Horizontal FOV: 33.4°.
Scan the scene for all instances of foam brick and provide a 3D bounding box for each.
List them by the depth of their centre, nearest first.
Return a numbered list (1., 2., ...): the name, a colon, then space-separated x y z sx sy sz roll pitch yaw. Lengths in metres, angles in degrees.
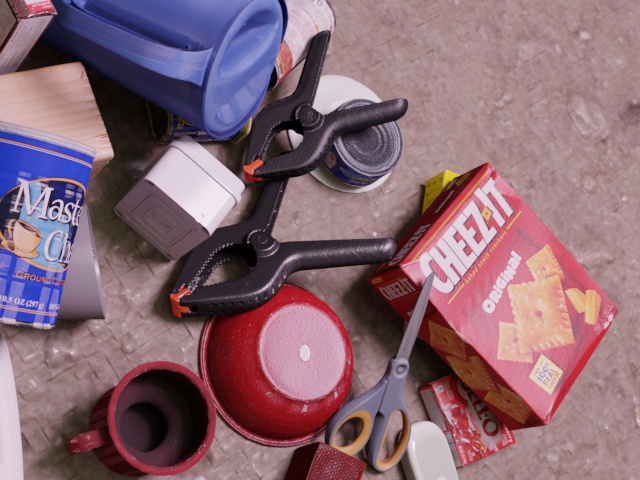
1. foam brick: -0.003 0.229 0.966 0.053 0.051 0.078 31 62 -16

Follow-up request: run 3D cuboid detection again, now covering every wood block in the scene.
1. wood block: -0.292 -0.077 0.888 0.205 0.090 0.091 -16 83 -32

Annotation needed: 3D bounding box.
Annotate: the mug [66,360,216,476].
1. mug: -0.155 0.157 0.890 0.117 0.082 0.093 -16 82 -32

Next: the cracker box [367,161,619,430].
1. cracker box: 0.177 0.055 1.057 0.213 0.072 0.164 47 60 -9

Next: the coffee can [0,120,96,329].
1. coffee can: -0.234 -0.013 0.802 0.102 0.103 0.140 14 87 -24

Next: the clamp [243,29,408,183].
1. clamp: -0.001 -0.113 1.032 0.120 0.039 0.171 34 79 17

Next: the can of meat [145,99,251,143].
1. can of meat: -0.121 -0.143 1.021 0.083 0.058 0.102 -6 76 -27

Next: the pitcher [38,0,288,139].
1. pitcher: -0.163 -0.193 0.917 0.243 0.149 0.145 26 67 16

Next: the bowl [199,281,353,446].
1. bowl: -0.028 0.108 0.990 0.161 0.055 0.162 9 71 -26

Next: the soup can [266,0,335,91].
1. soup can: -0.040 -0.206 1.078 0.068 0.069 0.102 48 58 -7

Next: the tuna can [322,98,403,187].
1. tuna can: 0.041 -0.100 1.081 0.086 0.034 0.086 8 72 -25

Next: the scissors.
1. scissors: 0.054 0.126 0.988 0.096 0.016 0.202 -4 111 -23

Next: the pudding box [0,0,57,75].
1. pudding box: -0.267 -0.193 0.868 0.039 0.114 0.090 -27 87 -37

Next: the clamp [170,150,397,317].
1. clamp: -0.057 0.001 1.002 0.209 0.036 0.165 -27 55 -20

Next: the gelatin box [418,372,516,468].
1. gelatin box: 0.148 0.176 1.078 0.073 0.030 0.089 -16 82 -32
